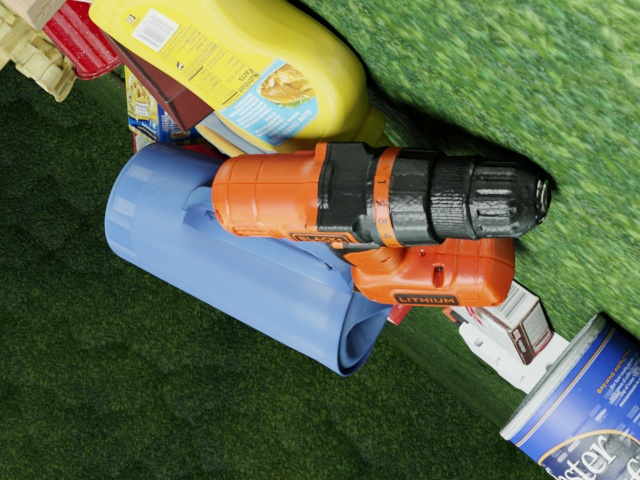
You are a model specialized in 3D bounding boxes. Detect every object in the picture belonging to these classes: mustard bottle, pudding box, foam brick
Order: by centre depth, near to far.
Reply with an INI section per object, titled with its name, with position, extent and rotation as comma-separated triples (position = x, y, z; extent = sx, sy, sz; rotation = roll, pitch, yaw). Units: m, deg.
[mustard bottle]
position = -0.032, -0.098, 0.602
extent = 0.191, 0.058, 0.096
rotation = 36, 148, -15
[foam brick]
position = -0.095, -0.118, 0.680
extent = 0.078, 0.051, 0.053
rotation = 48, 174, 16
[pudding box]
position = 0.130, 0.044, 0.866
extent = 0.114, 0.039, 0.090
rotation = 40, 175, 30

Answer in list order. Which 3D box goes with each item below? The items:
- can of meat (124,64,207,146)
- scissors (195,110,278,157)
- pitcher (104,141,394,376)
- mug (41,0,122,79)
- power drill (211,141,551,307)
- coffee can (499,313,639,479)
[can of meat]
position = -0.141, -0.136, 0.967
extent = 0.102, 0.057, 0.084
rotation = 33, 129, 56
[scissors]
position = -0.004, -0.047, 0.729
extent = 0.202, 0.016, 0.096
rotation = 28, 161, 16
[pitcher]
position = -0.056, 0.001, 0.875
extent = 0.243, 0.149, 0.144
rotation = 22, -147, 19
[mug]
position = -0.193, -0.202, 0.918
extent = 0.117, 0.093, 0.081
rotation = -5, 139, 39
[power drill]
position = 0.055, -0.007, 0.617
extent = 0.185, 0.057, 0.187
rotation = 4, 165, 25
[coffee can]
position = 0.202, 0.130, 0.687
extent = 0.140, 0.103, 0.103
rotation = 39, 176, 12
